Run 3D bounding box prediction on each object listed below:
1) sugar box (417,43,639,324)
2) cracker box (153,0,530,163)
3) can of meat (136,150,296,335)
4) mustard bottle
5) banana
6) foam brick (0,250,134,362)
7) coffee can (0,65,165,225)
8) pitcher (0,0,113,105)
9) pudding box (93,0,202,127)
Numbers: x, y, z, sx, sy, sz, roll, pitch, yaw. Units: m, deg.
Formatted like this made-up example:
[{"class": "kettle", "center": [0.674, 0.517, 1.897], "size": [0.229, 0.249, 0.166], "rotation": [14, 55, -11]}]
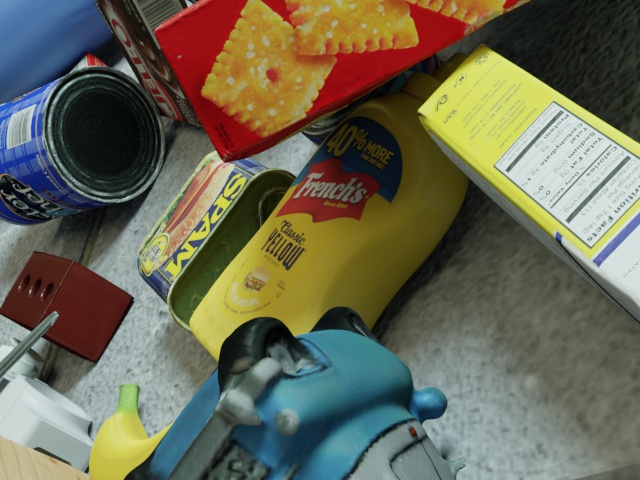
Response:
[{"class": "sugar box", "center": [0.107, -0.003, 0.367], "size": [0.048, 0.093, 0.176], "rotation": [-49, 32, 6]}, {"class": "cracker box", "center": [0.053, -0.120, 0.478], "size": [0.214, 0.072, 0.164], "rotation": [-24, 9, 17]}, {"class": "can of meat", "center": [-0.054, 0.001, 0.611], "size": [0.102, 0.057, 0.084], "rotation": [-54, 28, -3]}, {"class": "mustard bottle", "center": [0.018, -0.011, 0.526], "size": [0.191, 0.058, 0.096], "rotation": [-53, 33, -1]}, {"class": "banana", "center": [-0.083, 0.104, 0.536], "size": [0.198, 0.037, 0.069], "rotation": [-14, 67, 61]}, {"class": "foam brick", "center": [-0.175, 0.045, 0.730], "size": [0.078, 0.051, 0.053], "rotation": [7, 65, 55]}, {"class": "coffee can", "center": [-0.201, -0.070, 0.830], "size": [0.141, 0.102, 0.102], "rotation": [-9, 52, 48]}, {"class": "pitcher", "center": [-0.250, -0.229, 1.027], "size": [0.243, 0.144, 0.149], "rotation": [-29, 42, 25]}, {"class": "pudding box", "center": [-0.117, -0.142, 0.781], "size": [0.039, 0.113, 0.090], "rotation": [-34, 26, -20]}]
